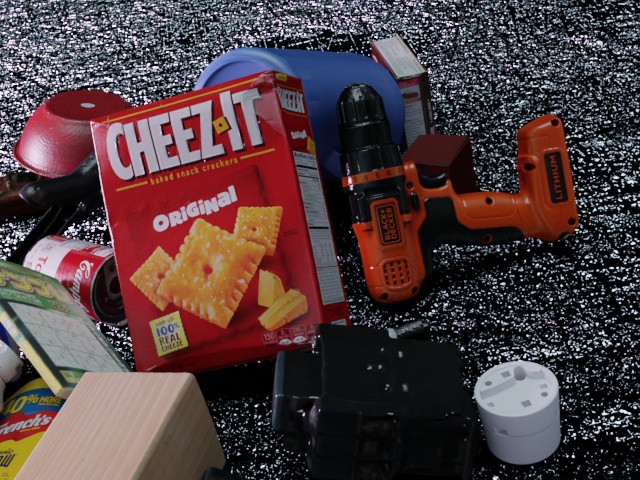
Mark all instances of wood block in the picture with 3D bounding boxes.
[{"bbox_3d":[-0.145,0.185,0.687,0.091,0.090,0.206,-2,34,20],"label":"wood block"}]

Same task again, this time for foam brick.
[{"bbox_3d":[0.108,-0.051,0.971,0.051,0.078,0.052,8,38,30],"label":"foam brick"}]

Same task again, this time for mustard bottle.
[{"bbox_3d":[-0.215,0.157,0.790,0.096,0.058,0.191,-11,30,22],"label":"mustard bottle"}]

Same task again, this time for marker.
[{"bbox_3d":[0.029,0.086,0.840,0.121,0.020,0.020,-17,31,-5],"label":"marker"}]

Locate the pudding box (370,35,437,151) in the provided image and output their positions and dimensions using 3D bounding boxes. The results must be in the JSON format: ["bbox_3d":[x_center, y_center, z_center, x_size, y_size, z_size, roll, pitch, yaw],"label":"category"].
[{"bbox_3d":[0.088,-0.156,1.135,0.039,0.090,0.113,-17,32,-5],"label":"pudding box"}]

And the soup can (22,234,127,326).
[{"bbox_3d":[-0.216,0.035,0.976,0.102,0.068,0.068,12,40,37],"label":"soup can"}]

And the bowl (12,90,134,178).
[{"bbox_3d":[-0.258,-0.124,1.177,0.162,0.055,0.162,4,29,-2],"label":"bowl"}]

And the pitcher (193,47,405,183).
[{"bbox_3d":[-0.011,-0.108,0.980,0.149,0.145,0.242,-1,5,22],"label":"pitcher"}]

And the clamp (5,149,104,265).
[{"bbox_3d":[-0.246,-0.038,1.059,0.036,0.165,0.209,40,39,2],"label":"clamp"}]

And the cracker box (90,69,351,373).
[{"bbox_3d":[-0.079,-0.009,0.836,0.164,0.214,0.072,-13,-3,18],"label":"cracker box"}]

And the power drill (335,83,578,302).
[{"bbox_3d":[0.112,-0.053,0.895,0.187,0.184,0.057,-11,4,-5],"label":"power drill"}]
